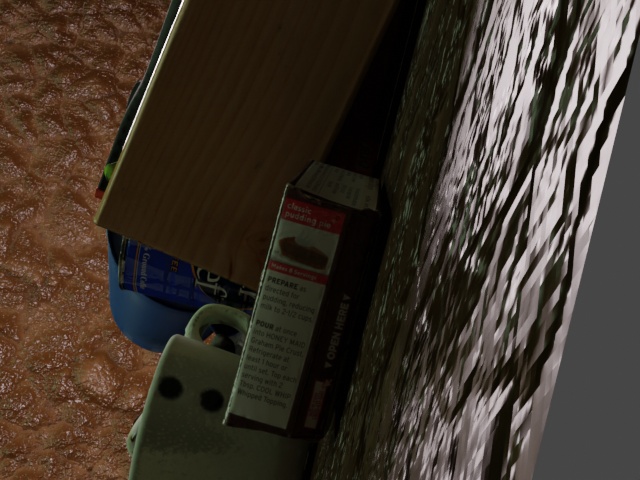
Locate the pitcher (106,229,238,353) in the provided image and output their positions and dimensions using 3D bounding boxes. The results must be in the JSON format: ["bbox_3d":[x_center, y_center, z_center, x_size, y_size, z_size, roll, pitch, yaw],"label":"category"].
[{"bbox_3d":[-0.121,0.012,0.898,0.149,0.145,0.243,-67,6,-21],"label":"pitcher"}]

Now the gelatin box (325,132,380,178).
[{"bbox_3d":[0.004,-0.001,0.555,0.073,0.030,0.089,-76,2,-48],"label":"gelatin box"}]

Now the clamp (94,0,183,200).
[{"bbox_3d":[-0.115,-0.105,0.758,0.120,0.039,0.171,105,180,-59],"label":"clamp"}]

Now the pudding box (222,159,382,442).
[{"bbox_3d":[-0.004,0.019,0.419,0.113,0.039,0.090,-81,5,-81],"label":"pudding box"}]

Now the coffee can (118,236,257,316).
[{"bbox_3d":[-0.055,0.001,0.725,0.103,0.140,0.103,-176,100,-90],"label":"coffee can"}]

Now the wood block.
[{"bbox_3d":[-0.025,-0.094,0.520,0.090,0.090,0.206,-91,25,-71],"label":"wood block"}]
